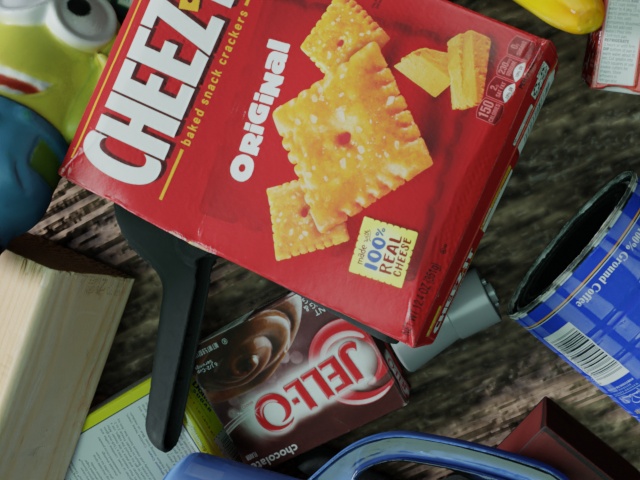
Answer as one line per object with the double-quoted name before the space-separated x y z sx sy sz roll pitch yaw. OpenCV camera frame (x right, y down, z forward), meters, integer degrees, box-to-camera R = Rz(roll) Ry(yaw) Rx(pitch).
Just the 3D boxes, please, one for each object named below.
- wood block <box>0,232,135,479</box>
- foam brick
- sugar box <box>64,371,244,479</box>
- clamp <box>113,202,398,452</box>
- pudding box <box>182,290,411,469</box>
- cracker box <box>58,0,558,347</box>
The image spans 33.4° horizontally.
"wood block" -0.202 0.101 0.639 0.091 0.090 0.206 21 93 22
"foam brick" 0.145 0.141 0.626 0.078 0.053 0.051 39 107 2
"sugar box" -0.138 0.156 0.693 0.176 0.048 0.093 -30 93 20
"clamp" -0.054 0.001 0.621 0.165 0.036 0.210 -20 82 14
"pudding box" -0.014 0.079 0.652 0.114 0.039 0.090 -27 95 16
"cracker box" -0.007 -0.062 0.558 0.214 0.072 0.164 25 93 14
